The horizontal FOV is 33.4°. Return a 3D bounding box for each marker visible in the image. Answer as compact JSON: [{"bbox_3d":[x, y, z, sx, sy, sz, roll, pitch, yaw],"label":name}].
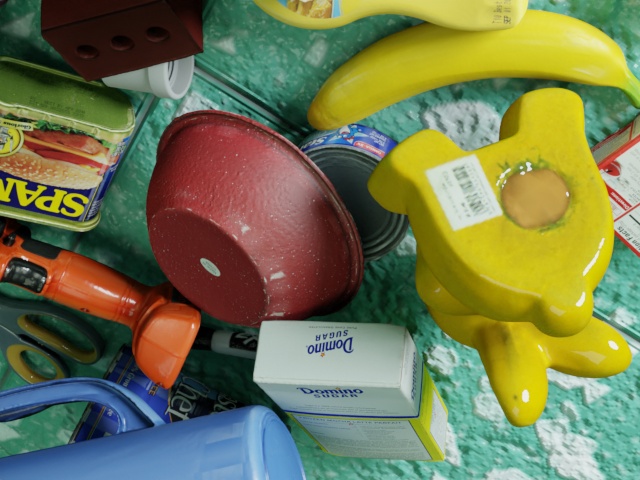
[{"bbox_3d":[-0.046,0.078,0.771,0.121,0.020,0.020,9,126,11],"label":"marker"}]

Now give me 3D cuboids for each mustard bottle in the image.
[{"bbox_3d":[0.012,-0.159,0.558,0.192,0.058,0.096,3,111,15],"label":"mustard bottle"}]

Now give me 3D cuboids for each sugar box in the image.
[{"bbox_3d":[0.026,0.102,0.702,0.093,0.048,0.176,1,153,15],"label":"sugar box"}]

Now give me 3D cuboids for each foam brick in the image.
[{"bbox_3d":[-0.112,-0.132,0.604,0.078,0.051,0.053,-11,155,16],"label":"foam brick"}]

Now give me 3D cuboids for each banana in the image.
[{"bbox_3d":[0.081,-0.095,0.598,0.198,0.037,0.069,-1,124,17],"label":"banana"}]

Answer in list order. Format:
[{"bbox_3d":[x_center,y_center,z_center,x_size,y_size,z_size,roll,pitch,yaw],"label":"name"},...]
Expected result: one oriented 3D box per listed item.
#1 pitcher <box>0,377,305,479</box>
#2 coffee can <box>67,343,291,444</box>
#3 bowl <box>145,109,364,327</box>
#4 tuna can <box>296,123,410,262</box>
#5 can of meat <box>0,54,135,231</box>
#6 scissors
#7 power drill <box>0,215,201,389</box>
[{"bbox_3d":[-0.135,0.175,0.687,0.243,0.145,0.149,-17,121,10],"label":"pitcher"},{"bbox_3d":[-0.106,0.153,0.790,0.140,0.102,0.103,27,128,-3],"label":"coffee can"},{"bbox_3d":[-0.054,0.001,0.663,0.162,0.055,0.162,25,140,22],"label":"bowl"},{"bbox_3d":[0.017,-0.030,0.666,0.086,0.033,0.086,8,126,11],"label":"tuna can"},{"bbox_3d":[-0.176,-0.061,0.674,0.102,0.057,0.084,13,128,-25],"label":"can of meat"},{"bbox_3d":[-0.263,0.058,0.825,0.202,0.016,0.096,23,128,0],"label":"scissors"},{"bbox_3d":[-0.171,0.030,0.689,0.187,0.184,0.057,26,99,-9],"label":"power drill"}]
